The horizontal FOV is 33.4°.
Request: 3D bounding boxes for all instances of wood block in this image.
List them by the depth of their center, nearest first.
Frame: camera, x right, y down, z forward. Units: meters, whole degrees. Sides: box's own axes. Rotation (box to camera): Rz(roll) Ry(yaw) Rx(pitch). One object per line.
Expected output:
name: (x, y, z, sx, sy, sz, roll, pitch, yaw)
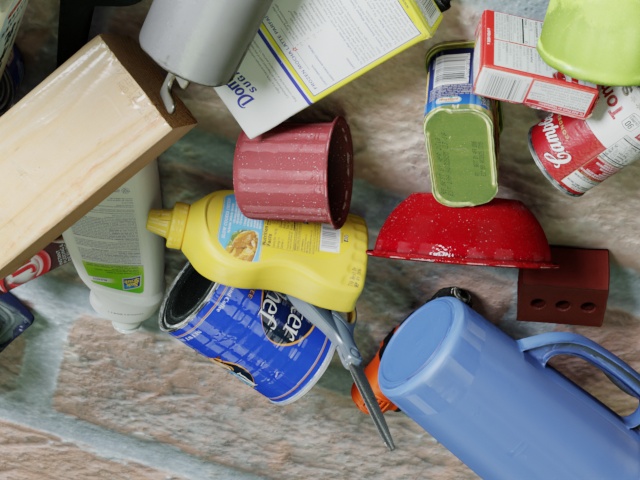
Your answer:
wood block: (-0.209, -0.061, 0.829, 0.206, 0.090, 0.090, -37, 94, 11)

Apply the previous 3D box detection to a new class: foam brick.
foam brick: (0.217, 0.040, 0.957, 0.078, 0.051, 0.053, 3, 135, 7)

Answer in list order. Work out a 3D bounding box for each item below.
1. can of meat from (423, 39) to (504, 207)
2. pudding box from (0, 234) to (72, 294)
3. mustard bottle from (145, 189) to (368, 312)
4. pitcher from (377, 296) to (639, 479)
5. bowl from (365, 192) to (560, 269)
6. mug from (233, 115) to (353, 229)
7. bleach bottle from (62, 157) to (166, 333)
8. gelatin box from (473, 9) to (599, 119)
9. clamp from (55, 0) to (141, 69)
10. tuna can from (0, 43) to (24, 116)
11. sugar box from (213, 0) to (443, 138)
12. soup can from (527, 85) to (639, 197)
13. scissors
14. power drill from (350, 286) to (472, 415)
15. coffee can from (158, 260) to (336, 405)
can of meat: (0.110, -0.089, 0.826, 0.057, 0.084, 0.102, -2, 134, 13)
pudding box: (-0.282, -0.010, 0.978, 0.089, 0.039, 0.113, -29, 139, -25)
mustard bottle: (-0.056, 0.001, 0.930, 0.191, 0.096, 0.058, 12, 137, -8)
pitcher: (0.179, 0.152, 0.966, 0.242, 0.149, 0.145, 39, 153, -18)
bowl: (0.119, -0.009, 0.889, 0.162, 0.162, 0.055, 5, 91, 6)
mug: (-0.019, -0.055, 0.893, 0.081, 0.093, 0.117, 2, 171, 15)
bleach bottle: (-0.196, -0.002, 0.988, 0.102, 0.068, 0.251, 8, 138, 3)
gelatin box: (0.158, -0.130, 0.784, 0.089, 0.073, 0.030, 12, 136, -3)
clamp: (-0.180, -0.192, 0.778, 0.210, 0.036, 0.164, -5, 145, 34)
tuna can: (-0.291, -0.142, 0.885, 0.086, 0.033, 0.086, 5, 135, 5)
sugar box: (-0.007, -0.156, 0.799, 0.177, 0.048, 0.093, -24, 109, 33)
soup can: (0.219, -0.088, 0.818, 0.068, 0.068, 0.102, 34, 130, -22)
scissors: (0.011, 0.091, 0.941, 0.096, 0.202, 0.016, 30, 119, -31)
power drill: (0.148, 0.136, 1.064, 0.187, 0.057, 0.185, 27, 130, -13)
coffee can: (-0.067, 0.078, 1.013, 0.140, 0.102, 0.103, 37, 130, -24)
